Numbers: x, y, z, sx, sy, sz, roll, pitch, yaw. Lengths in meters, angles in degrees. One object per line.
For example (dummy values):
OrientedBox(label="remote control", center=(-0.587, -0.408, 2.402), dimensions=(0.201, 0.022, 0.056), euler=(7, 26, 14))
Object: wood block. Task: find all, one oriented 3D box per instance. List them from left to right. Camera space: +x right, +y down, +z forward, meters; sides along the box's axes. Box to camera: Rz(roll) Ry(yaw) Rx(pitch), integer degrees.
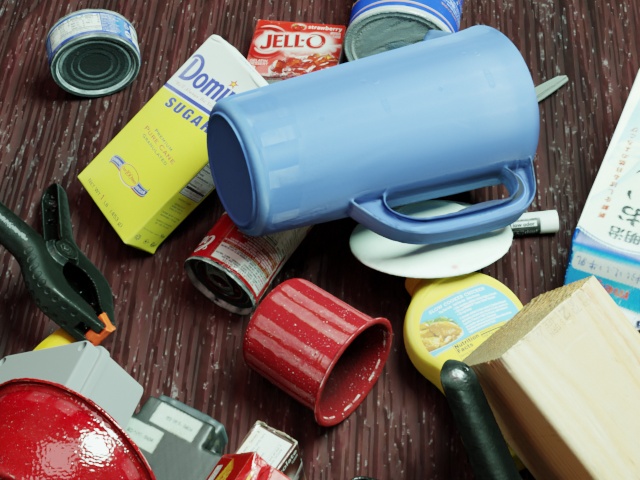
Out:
OrientedBox(label="wood block", center=(0.195, 0.136, 0.705), dimensions=(0.090, 0.091, 0.206), euler=(-38, 89, -18))

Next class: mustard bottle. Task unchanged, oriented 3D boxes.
OrientedBox(label="mustard bottle", center=(0.118, 0.081, 0.818), dimensions=(0.096, 0.058, 0.192), euler=(-24, 58, -13))

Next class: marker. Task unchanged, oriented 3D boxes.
OrientedBox(label="marker", center=(0.139, -0.011, 0.901), dimensions=(0.121, 0.020, 0.020), euler=(-5, 56, 2))

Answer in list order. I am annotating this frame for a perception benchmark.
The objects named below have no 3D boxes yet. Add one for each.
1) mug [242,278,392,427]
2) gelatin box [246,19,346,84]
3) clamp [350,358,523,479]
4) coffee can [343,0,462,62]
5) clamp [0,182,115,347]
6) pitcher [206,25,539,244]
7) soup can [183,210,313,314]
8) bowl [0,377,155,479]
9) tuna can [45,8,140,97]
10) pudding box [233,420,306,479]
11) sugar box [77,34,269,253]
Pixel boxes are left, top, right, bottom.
OrientedBox(label="mug", center=(0.002, 0.078, 0.820), dimensions=(0.082, 0.093, 0.117), euler=(30, 33, 27))
OrientedBox(label="gelatin box", center=(-0.024, -0.173, 1.016), dimensions=(0.089, 0.030, 0.073), euler=(7, 57, 9))
OrientedBox(label="clamp", center=(0.125, 0.182, 0.710), dimensions=(0.210, 0.165, 0.036), euler=(35, 41, 15))
OrientedBox(label="coffee can", center=(0.083, -0.227, 0.999), dimensions=(0.103, 0.103, 0.140), euler=(6, 57, 9))
OrientedBox(label="clamp", center=(-0.218, 0.012, 0.885), dimensions=(0.171, 0.039, 0.120), euler=(53, 28, 8))
OrientedBox(label="pitcher", center=(0.044, -0.074, 0.834), dimensions=(0.242, 0.145, 0.149), euler=(-16, 20, -22))
OrientedBox(label="soup can", center=(-0.056, 0.001, 0.880), dimensions=(0.069, 0.068, 0.102), euler=(25, 62, 20))
OrientedBox(label="bowl", center=(-0.179, 0.172, 0.682), dimensions=(0.162, 0.162, 0.055), euler=(23, 30, 19))
OrientedBox(label="tuna can", center=(-0.212, -0.174, 0.999), dimensions=(0.086, 0.086, 0.034), euler=(-14, 58, -4))
OrientedBox(label="pudding box", center=(-0.055, 0.194, 0.739), dimensions=(0.039, 0.090, 0.113), euler=(25, 61, 20))
OrientedBox(label="sugar box", center=(-0.118, -0.082, 0.911), dimensions=(0.176, 0.048, 0.093), euler=(-47, 60, 10))
